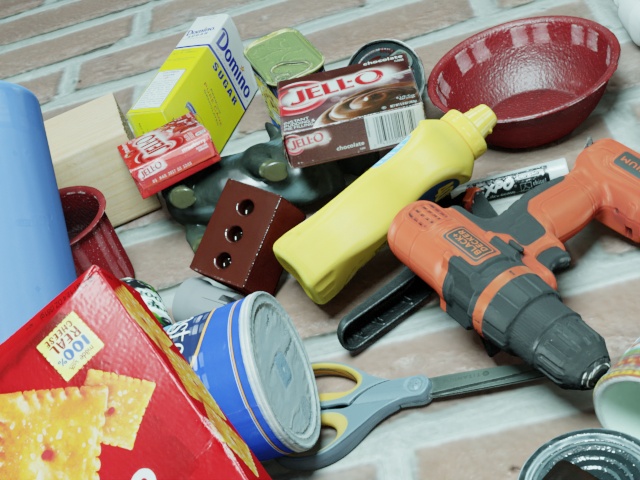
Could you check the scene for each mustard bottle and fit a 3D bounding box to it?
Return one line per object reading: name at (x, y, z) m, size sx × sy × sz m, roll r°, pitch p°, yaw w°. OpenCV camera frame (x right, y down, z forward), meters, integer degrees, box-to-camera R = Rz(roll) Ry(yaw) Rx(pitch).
mustard bottle at (0.054, -0.034, 0.789) m, size 0.191 × 0.096 × 0.058 m, roll -41°, pitch 82°, yaw -5°

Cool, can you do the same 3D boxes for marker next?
marker at (0.136, -0.042, 0.846) m, size 0.121 × 0.020 × 0.020 m, roll -13°, pitch 37°, yaw 11°

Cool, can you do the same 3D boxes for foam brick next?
foam brick at (-0.055, 0.001, 0.822) m, size 0.053 × 0.051 × 0.078 m, roll 19°, pitch 83°, yaw 26°

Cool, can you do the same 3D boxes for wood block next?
wood block at (-0.263, -0.043, 0.985) m, size 0.206 × 0.090 × 0.091 m, roll -24°, pitch 36°, yaw -4°

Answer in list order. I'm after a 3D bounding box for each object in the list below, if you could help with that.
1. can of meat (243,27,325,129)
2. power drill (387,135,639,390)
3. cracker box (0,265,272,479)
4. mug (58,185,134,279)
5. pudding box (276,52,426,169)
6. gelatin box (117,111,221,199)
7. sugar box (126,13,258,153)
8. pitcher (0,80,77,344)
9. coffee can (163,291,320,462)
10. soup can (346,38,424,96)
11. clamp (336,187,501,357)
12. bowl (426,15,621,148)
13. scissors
can of meat at (-0.023, -0.137, 0.991) m, size 0.057 × 0.084 × 0.102 m, roll -26°, pitch 36°, yaw -8°
power drill at (0.165, 0.007, 0.702) m, size 0.187 × 0.057 × 0.185 m, roll -23°, pitch 44°, yaw -26°
cracker box at (-0.119, 0.146, 0.579) m, size 0.164 × 0.072 × 0.214 m, roll -40°, pitch 66°, yaw 1°
mug at (-0.207, 0.007, 0.898) m, size 0.093 × 0.081 × 0.117 m, roll -16°, pitch 36°, yaw 7°
pudding box at (0.023, -0.104, 0.851) m, size 0.113 × 0.039 × 0.090 m, roll -11°, pitch 36°, yaw 2°
gelatin box at (-0.129, -0.074, 0.902) m, size 0.073 × 0.030 × 0.089 m, roll -27°, pitch 23°, yaw -7°
sugar box at (-0.118, -0.135, 1.028) m, size 0.048 × 0.093 × 0.176 m, roll 0°, pitch 41°, yaw 25°
pitcher at (-0.244, 0.013, 0.754) m, size 0.145 × 0.149 × 0.243 m, roll -9°, pitch 79°, yaw -12°
coffee can at (-0.084, 0.103, 0.680) m, size 0.140 × 0.102 × 0.103 m, roll -20°, pitch 35°, yaw 15°
soup can at (0.059, -0.144, 0.944) m, size 0.068 × 0.068 × 0.102 m, roll -15°, pitch 9°, yaw 8°
clamp at (0.081, 0.024, 0.772) m, size 0.120 × 0.039 × 0.171 m, roll -1°, pitch 35°, yaw 18°
bowl at (0.175, -0.126, 0.904) m, size 0.162 × 0.055 × 0.162 m, roll -14°, pitch 37°, yaw 10°
scissors at (0.051, 0.112, 0.691) m, size 0.202 × 0.016 × 0.096 m, roll -1°, pitch 42°, yaw 26°
